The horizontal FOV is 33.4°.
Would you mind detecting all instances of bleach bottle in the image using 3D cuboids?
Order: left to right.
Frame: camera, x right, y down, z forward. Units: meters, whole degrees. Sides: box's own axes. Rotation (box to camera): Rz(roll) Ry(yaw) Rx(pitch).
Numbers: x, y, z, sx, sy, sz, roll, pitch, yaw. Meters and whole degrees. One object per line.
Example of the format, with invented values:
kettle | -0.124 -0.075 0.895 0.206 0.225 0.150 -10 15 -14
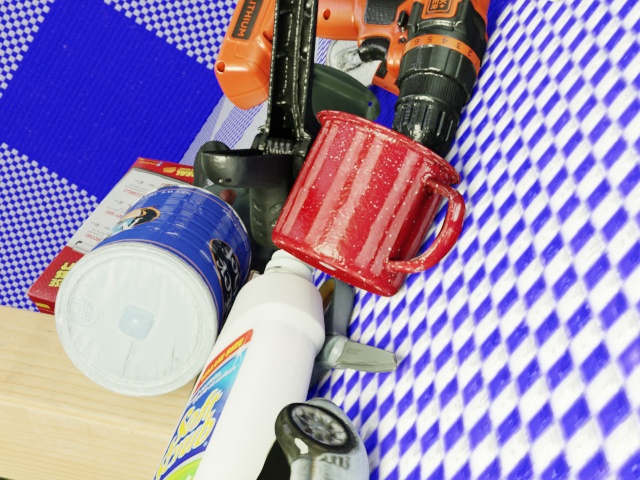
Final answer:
bleach bottle | -0.052 0.113 0.611 0.103 0.068 0.250 -38 27 47

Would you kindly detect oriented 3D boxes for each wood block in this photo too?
wood block | -0.190 0.117 0.771 0.090 0.206 0.091 -71 -11 -50

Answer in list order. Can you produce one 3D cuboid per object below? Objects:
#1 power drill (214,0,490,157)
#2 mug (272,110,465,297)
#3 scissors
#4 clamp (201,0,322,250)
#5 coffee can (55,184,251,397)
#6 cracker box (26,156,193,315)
power drill | 0.023 -0.131 0.747 0.188 0.057 0.184 4 59 25
mug | 0.032 -0.016 0.615 0.117 0.093 0.081 21 83 41
scissors | 0.016 0.052 0.645 0.202 0.016 0.096 -35 29 62
clamp | -0.027 -0.049 0.654 0.210 0.036 0.164 85 -160 -52
coffee can | -0.108 0.029 0.725 0.103 0.103 0.140 -55 6 18
cracker box | -0.176 0.014 1.124 0.164 0.072 0.213 11 52 30
